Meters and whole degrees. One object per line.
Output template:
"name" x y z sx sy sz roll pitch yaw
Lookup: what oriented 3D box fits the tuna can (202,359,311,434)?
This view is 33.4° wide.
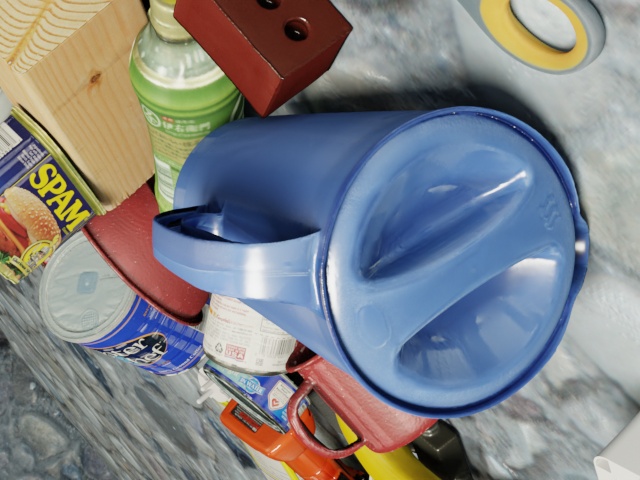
"tuna can" -0.051 0.114 0.837 0.086 0.033 0.086 36 166 10

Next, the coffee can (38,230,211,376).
"coffee can" -0.169 0.058 0.963 0.103 0.103 0.140 37 180 32

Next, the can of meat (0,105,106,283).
"can of meat" -0.208 -0.028 0.731 0.057 0.084 0.102 40 166 31

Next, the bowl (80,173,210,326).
"bowl" -0.134 -0.007 0.876 0.162 0.055 0.162 48 -172 -9

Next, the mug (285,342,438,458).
"mug" 0.030 0.088 0.679 0.081 0.117 0.093 49 158 -7

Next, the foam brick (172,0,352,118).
"foam brick" -0.032 -0.115 0.563 0.078 0.053 0.051 48 158 5

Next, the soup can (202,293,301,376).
"soup can" -0.039 0.032 0.721 0.069 0.068 0.102 27 111 46

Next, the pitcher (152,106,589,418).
"pitcher" 0.001 -0.006 0.545 0.149 0.145 0.243 46 167 -25

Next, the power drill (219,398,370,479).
"power drill" 0.008 0.205 0.925 0.187 0.057 0.185 50 163 -31

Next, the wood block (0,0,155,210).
"wood block" -0.161 -0.114 0.718 0.090 0.090 0.206 43 167 17

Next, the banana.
"banana" 0.049 0.154 0.779 0.198 0.037 0.069 48 164 52
